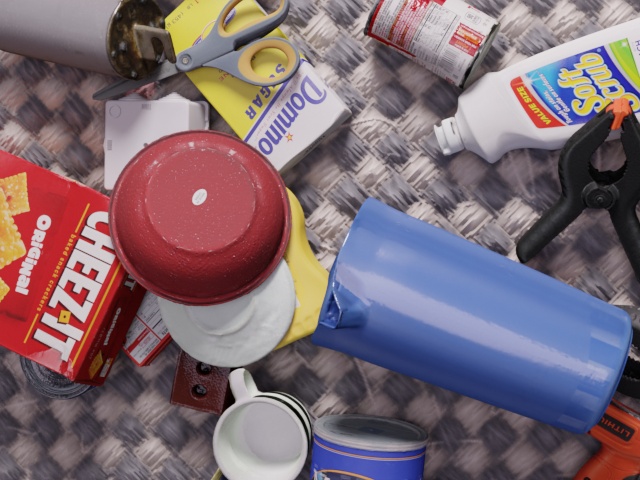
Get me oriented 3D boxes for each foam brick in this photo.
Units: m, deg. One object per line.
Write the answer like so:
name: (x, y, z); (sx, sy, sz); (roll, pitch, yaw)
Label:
foam brick: (-0.103, 0.116, 0.998); (0.053, 0.051, 0.078); (12, 95, 9)

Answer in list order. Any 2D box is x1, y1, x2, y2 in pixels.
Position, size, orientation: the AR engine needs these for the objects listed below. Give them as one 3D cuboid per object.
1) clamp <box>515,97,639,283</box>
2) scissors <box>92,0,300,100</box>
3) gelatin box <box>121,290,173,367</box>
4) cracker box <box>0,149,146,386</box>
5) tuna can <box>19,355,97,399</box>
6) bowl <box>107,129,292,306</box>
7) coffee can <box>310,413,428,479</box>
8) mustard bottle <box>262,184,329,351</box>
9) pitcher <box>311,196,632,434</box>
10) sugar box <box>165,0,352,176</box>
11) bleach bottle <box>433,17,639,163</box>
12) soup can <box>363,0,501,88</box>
clamp: (0.229, -0.039, 0.914); (0.120, 0.039, 0.171); (0, 118, 9)
scissors: (-0.103, -0.149, 0.957); (0.202, 0.016, 0.096); (-35, 89, 13)
gelatin box: (-0.174, 0.065, 1.019); (0.089, 0.030, 0.073); (44, 98, 6)
cracker box: (-0.269, 0.016, 0.989); (0.214, 0.072, 0.164); (23, 87, 17)
tuna can: (-0.246, 0.110, 1.032); (0.086, 0.033, 0.086); (1, 93, 10)
bowl: (-0.103, -0.028, 0.914); (0.162, 0.055, 0.162); (2, 75, -6)
coffee can: (0.039, 0.236, 0.953); (0.103, 0.102, 0.140); (6, 94, 9)
mustard bottle: (-0.056, 0.001, 0.980); (0.096, 0.058, 0.191); (-25, 89, 12)
pitcher: (0.126, 0.062, 0.887); (0.243, 0.145, 0.149); (21, 69, 8)
sugar box: (-0.063, -0.153, 0.980); (0.093, 0.048, 0.176); (-42, 84, 10)
bleach bottle: (0.224, -0.121, 0.924); (0.251, 0.068, 0.102); (-19, 88, 13)
soup can: (0.098, -0.186, 0.939); (0.102, 0.068, 0.068); (31, 97, 7)
